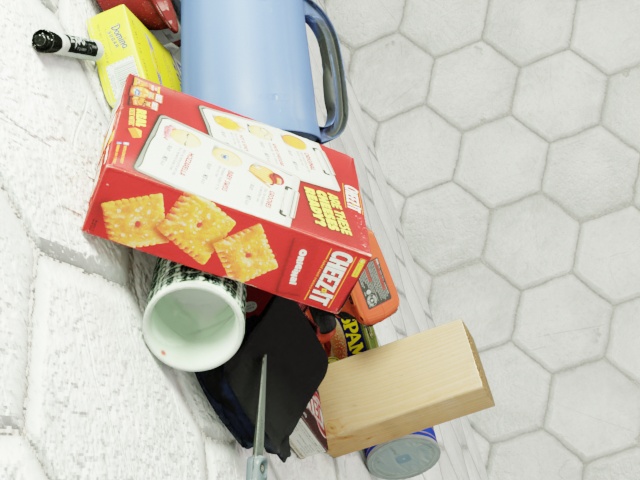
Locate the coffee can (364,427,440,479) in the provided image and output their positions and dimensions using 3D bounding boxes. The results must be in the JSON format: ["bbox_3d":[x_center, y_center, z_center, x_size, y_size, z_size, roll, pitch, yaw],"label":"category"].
[{"bbox_3d":[0.103,0.248,1.496,0.102,0.103,0.140,59,14,-45],"label":"coffee can"}]

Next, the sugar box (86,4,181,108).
[{"bbox_3d":[-0.161,-0.148,1.034,0.176,0.048,0.093,35,36,-71],"label":"sugar box"}]

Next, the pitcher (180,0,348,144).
[{"bbox_3d":[-0.064,-0.199,1.020,0.149,0.145,0.243,21,64,-72],"label":"pitcher"}]

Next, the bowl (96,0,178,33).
[{"bbox_3d":[-0.195,-0.265,1.028,0.162,0.055,0.162,-24,91,-87],"label":"bowl"}]

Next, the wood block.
[{"bbox_3d":[0.090,0.177,1.262,0.090,0.206,0.091,51,21,-61],"label":"wood block"}]

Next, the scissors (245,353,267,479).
[{"bbox_3d":[-0.059,0.190,0.847,0.096,0.016,0.202,18,67,-67],"label":"scissors"}]

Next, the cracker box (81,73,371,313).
[{"bbox_3d":[-0.074,-0.039,0.870,0.213,0.072,0.164,20,30,-16],"label":"cracker box"}]

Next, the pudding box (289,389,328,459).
[{"bbox_3d":[-0.029,0.166,1.127,0.113,0.039,0.090,58,16,-49],"label":"pudding box"}]

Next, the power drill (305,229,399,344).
[{"bbox_3d":[0.004,0.034,1.253,0.188,0.057,0.184,-10,-76,60],"label":"power drill"}]

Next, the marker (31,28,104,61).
[{"bbox_3d":[-0.208,-0.161,0.882,0.121,0.020,0.020,-38,107,-80],"label":"marker"}]

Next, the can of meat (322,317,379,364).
[{"bbox_3d":[0.029,0.139,1.371,0.057,0.084,0.102,53,20,-58],"label":"can of meat"}]
